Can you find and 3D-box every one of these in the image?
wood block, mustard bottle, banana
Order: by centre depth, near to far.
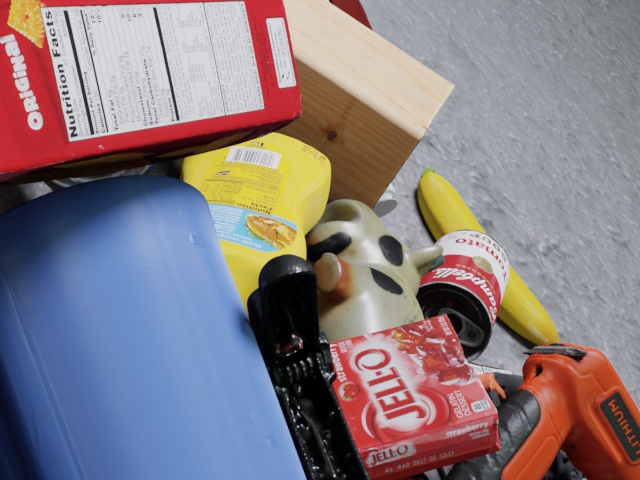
[{"bbox_3d":[-0.054,0.001,0.637,0.096,0.058,0.191,10,34,4],"label":"mustard bottle"},{"bbox_3d":[-0.023,-0.118,0.757,0.206,0.091,0.090,34,38,1],"label":"wood block"},{"bbox_3d":[0.137,0.010,0.916,0.069,0.037,0.198,-7,60,-54],"label":"banana"}]

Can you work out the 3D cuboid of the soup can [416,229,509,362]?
[{"bbox_3d":[0.103,0.041,0.805,0.068,0.069,0.102,45,29,-5],"label":"soup can"}]

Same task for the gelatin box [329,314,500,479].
[{"bbox_3d":[0.044,0.080,0.551,0.089,0.073,0.030,-110,-172,-57],"label":"gelatin box"}]

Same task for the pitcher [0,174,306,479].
[{"bbox_3d":[-0.076,0.103,0.445,0.149,0.145,0.243,-19,67,-14],"label":"pitcher"}]

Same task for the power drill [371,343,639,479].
[{"bbox_3d":[0.111,0.161,0.584,0.187,0.057,0.184,-38,104,-27],"label":"power drill"}]

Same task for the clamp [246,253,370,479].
[{"bbox_3d":[-0.009,0.071,0.518,0.171,0.039,0.120,132,-52,-83],"label":"clamp"}]

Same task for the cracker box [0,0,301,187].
[{"bbox_3d":[-0.134,-0.055,0.456,0.213,0.164,0.072,-21,100,-54],"label":"cracker box"}]
